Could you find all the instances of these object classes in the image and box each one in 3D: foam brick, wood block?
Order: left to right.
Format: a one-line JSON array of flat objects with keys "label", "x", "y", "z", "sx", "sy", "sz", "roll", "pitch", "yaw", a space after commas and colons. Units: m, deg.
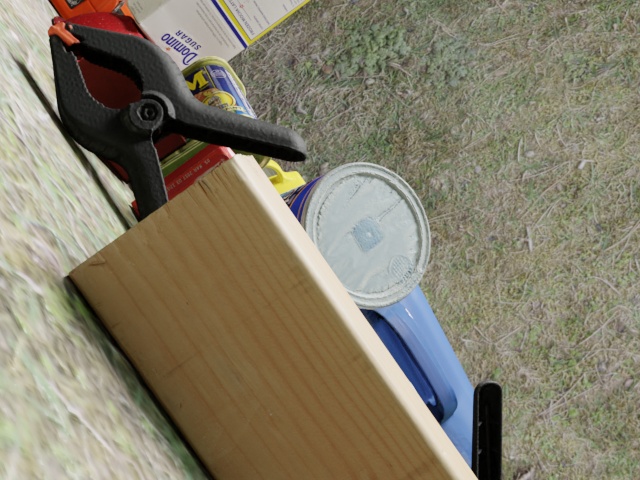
[{"label": "foam brick", "x": -0.134, "y": -0.088, "z": 0.721, "sx": 0.078, "sy": 0.051, "sz": 0.053, "roll": 57, "pitch": 3, "yaw": 40}, {"label": "wood block", "x": -0.013, "y": 0.070, "z": 0.495, "sx": 0.206, "sy": 0.091, "sz": 0.090, "roll": 55, "pitch": 3, "yaw": -3}]

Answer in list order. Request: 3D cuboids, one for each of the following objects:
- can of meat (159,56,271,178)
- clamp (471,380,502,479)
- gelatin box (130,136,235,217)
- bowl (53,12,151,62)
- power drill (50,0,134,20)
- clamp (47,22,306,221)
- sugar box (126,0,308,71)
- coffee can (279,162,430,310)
[{"label": "can of meat", "x": -0.092, "y": -0.072, "z": 0.769, "sx": 0.057, "sy": 0.102, "sz": 0.084, "roll": 54, "pitch": 5, "yaw": -43}, {"label": "clamp", "x": 0.148, "y": 0.235, "z": 0.956, "sx": 0.210, "sy": 0.036, "sz": 0.164, "roll": 98, "pitch": -12, "yaw": -56}, {"label": "gelatin box", "x": -0.076, "y": -0.022, "z": 0.717, "sx": 0.030, "sy": 0.073, "sz": 0.089, "roll": 56, "pitch": 3, "yaw": 23}, {"label": "bowl", "x": -0.159, "y": -0.141, "z": 0.923, "sx": 0.162, "sy": 0.055, "sz": 0.162, "roll": 55, "pitch": 2, "yaw": -3}, {"label": "power drill", "x": -0.236, "y": -0.263, "z": 1.034, "sx": 0.184, "sy": 0.057, "sz": 0.187, "roll": 55, "pitch": 2, "yaw": -5}, {"label": "clamp", "x": -0.094, "y": -0.074, "z": 0.655, "sx": 0.171, "sy": 0.120, "sz": 0.039, "roll": 53, "pitch": -22, "yaw": 4}, {"label": "sugar box", "x": -0.071, "y": -0.218, "z": 0.917, "sx": 0.048, "sy": 0.176, "sz": 0.093, "roll": 59, "pitch": 4, "yaw": 39}, {"label": "coffee can", "x": 0.001, "y": 0.007, "z": 0.795, "sx": 0.103, "sy": 0.102, "sz": 0.141, "roll": 55, "pitch": -29, "yaw": -10}]
